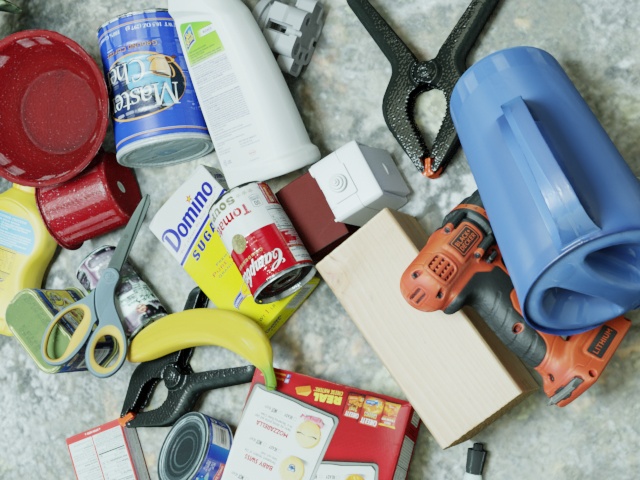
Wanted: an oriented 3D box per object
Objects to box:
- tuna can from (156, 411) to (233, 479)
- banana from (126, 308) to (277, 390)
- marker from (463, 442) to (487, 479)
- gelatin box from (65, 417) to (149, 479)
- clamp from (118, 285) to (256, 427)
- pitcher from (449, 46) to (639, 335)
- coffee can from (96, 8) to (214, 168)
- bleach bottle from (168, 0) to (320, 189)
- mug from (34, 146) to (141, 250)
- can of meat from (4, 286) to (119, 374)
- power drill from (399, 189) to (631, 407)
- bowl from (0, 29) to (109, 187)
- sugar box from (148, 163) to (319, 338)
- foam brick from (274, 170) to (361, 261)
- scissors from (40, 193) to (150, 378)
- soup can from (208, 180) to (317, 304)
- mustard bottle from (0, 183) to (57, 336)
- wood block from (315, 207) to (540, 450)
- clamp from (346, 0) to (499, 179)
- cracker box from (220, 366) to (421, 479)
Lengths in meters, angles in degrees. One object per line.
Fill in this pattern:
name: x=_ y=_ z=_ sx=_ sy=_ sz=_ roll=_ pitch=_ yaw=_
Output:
tuna can: x=-0.127 y=0.218 z=1.079 sx=0.086 sy=0.033 sz=0.086 roll=-33 pitch=41 yaw=34
banana: x=-0.117 y=0.099 z=1.062 sx=0.198 sy=0.037 sz=0.069 roll=5 pitch=65 yaw=37
marker: x=0.139 y=0.251 z=1.004 sx=0.020 sy=0.020 sz=0.121 roll=9 pitch=90 yaw=23
gelatin box: x=-0.227 y=0.244 z=1.153 sx=0.073 sy=0.030 sz=0.089 roll=-23 pitch=78 yaw=18
clamp: x=-0.139 y=0.145 z=1.117 sx=0.120 sy=0.039 sz=0.171 roll=45 pitch=103 yaw=29
pitcher: x=0.191 y=-0.056 z=0.897 sx=0.149 sy=0.144 sz=0.243 roll=114 pitch=149 yaw=-44
coffee can: x=-0.173 y=-0.157 z=1.117 sx=0.103 sy=0.102 sz=0.140 roll=-14 pitch=81 yaw=21
bleach bottle: x=-0.088 y=-0.182 z=1.062 sx=0.103 sy=0.067 sz=0.251 roll=-15 pitch=97 yaw=42
mug: x=-0.250 y=-0.057 z=1.153 sx=0.082 sy=0.093 sz=0.117 roll=-20 pitch=72 yaw=15
can of meat: x=-0.281 y=0.097 z=1.156 sx=0.057 sy=0.083 sz=0.102 roll=-48 pitch=71 yaw=13
power drill: x=0.180 y=0.042 z=0.947 sx=0.188 sy=0.184 sz=0.057 roll=39 pitch=140 yaw=7
bowl: x=-0.285 y=-0.136 z=1.114 sx=0.162 sy=0.055 sz=0.162 roll=1 pitch=93 yaw=13
sugar box: x=-0.092 y=0.013 z=1.103 sx=0.176 sy=0.048 sz=0.093 roll=46 pitch=103 yaw=18
foam brick: x=0.000 y=-0.025 z=1.063 sx=0.051 sy=0.053 sz=0.078 roll=-32 pitch=75 yaw=18
scissors: x=-0.207 y=0.056 z=1.105 sx=0.096 sy=0.016 sz=0.201 roll=37 pitch=79 yaw=5
soup can: x=-0.057 y=0.001 z=1.030 sx=0.069 sy=0.068 sz=0.102 roll=-36 pitch=71 yaw=17
mustard bottle: x=-0.345 y=0.005 z=1.203 sx=0.096 sy=0.058 sz=0.191 roll=19 pitch=94 yaw=25
wood block: x=0.100 y=0.081 z=0.994 sx=0.091 sy=0.090 sz=0.206 roll=-40 pitch=72 yaw=15
clamp: x=0.096 y=-0.166 z=1.040 sx=0.165 sy=0.036 sz=0.210 roll=5 pitch=89 yaw=23
cracker box: x=-0.010 y=0.241 z=1.010 sx=0.164 sy=0.072 sz=0.213 roll=11 pitch=75 yaw=21
